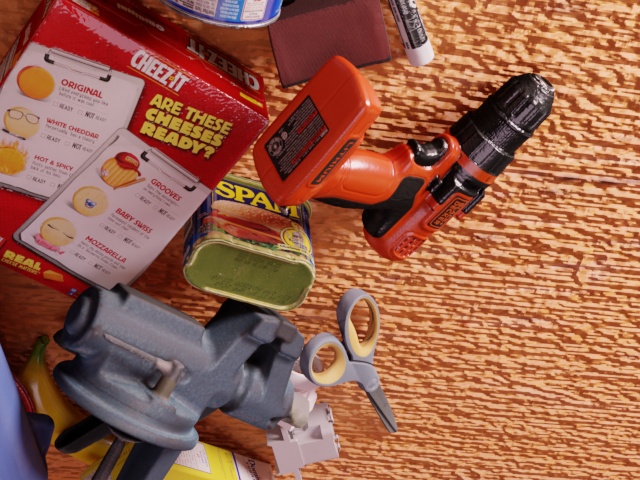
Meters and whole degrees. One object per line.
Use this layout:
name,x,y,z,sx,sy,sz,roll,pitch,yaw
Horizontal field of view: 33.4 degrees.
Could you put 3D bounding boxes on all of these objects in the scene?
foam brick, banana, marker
foam brick,0.003,-0.146,0.723,0.078,0.053,0.051,-15,129,4
banana,-0.211,0.166,0.960,0.070,0.037,0.197,-28,126,16
marker,0.052,-0.173,0.728,0.020,0.020,0.121,-19,128,9

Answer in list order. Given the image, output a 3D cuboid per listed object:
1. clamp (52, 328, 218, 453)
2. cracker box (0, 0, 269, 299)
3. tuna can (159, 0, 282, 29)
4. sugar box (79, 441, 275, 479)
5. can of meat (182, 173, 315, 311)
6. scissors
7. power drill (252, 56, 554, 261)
clamp,-0.151,0.118,0.920,0.171,0.039,0.120,-11,123,-15
cracker box,-0.164,-0.065,0.760,0.164,0.072,0.214,28,120,-26
tuna can,-0.063,-0.169,0.676,0.086,0.086,0.034,9,125,-13
sugar box,-0.125,0.227,0.981,0.093,0.048,0.176,-35,141,20
can of meat,-0.055,0.001,0.814,0.102,0.084,0.058,16,125,-17
scissors,0.027,0.129,0.942,0.096,0.016,0.202,-34,135,-29
power drill,0.060,-0.065,0.753,0.187,0.057,0.185,16,125,-46
